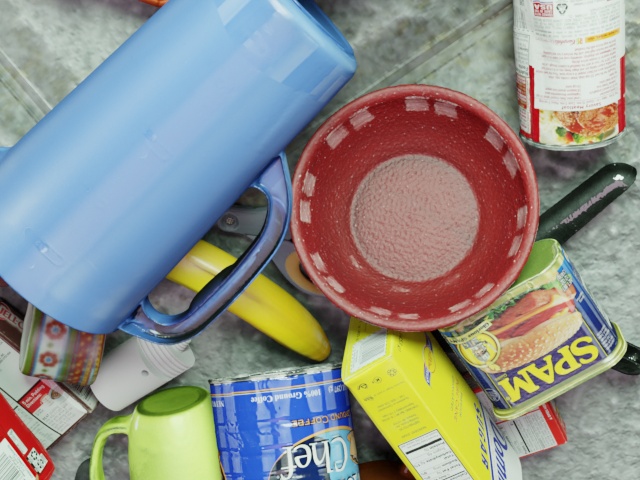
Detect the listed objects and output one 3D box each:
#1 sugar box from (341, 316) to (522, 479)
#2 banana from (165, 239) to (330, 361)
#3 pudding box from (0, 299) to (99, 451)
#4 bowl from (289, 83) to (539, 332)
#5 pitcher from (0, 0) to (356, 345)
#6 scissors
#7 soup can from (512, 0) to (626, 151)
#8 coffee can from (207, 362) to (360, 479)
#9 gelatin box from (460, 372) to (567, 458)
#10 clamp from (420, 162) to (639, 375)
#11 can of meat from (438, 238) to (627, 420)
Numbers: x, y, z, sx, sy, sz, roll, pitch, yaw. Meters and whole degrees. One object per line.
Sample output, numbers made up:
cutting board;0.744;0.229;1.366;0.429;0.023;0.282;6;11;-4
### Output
sugar box;0.082;0.127;0.744;0.048;0.093;0.176;-31;110;22
banana;-0.072;0.031;0.774;0.197;0.070;0.037;28;75;-6
pudding box;-0.240;0.114;0.836;0.113;0.039;0.090;44;115;-12
bowl;0.062;-0.019;0.709;0.162;0.055;0.162;-1;83;7
pitcher;-0.089;-0.057;0.669;0.243;0.145;0.149;-42;144;13
scissors;-0.055;0.001;0.775;0.202;0.016;0.096;-3;115;8
soup can;0.156;-0.115;0.668;0.068;0.068;0.102;-4;115;8
coffee can;-0.023;0.164;0.771;0.103;0.102;0.140;-8;85;9
gelatin box;0.132;0.132;0.812;0.089;0.030;0.073;-22;113;17
clamp;0.135;0.042;0.763;0.210;0.036;0.164;-14;113;14
can of meat;0.139;0.058;0.718;0.102;0.057;0.084;-32;107;16
